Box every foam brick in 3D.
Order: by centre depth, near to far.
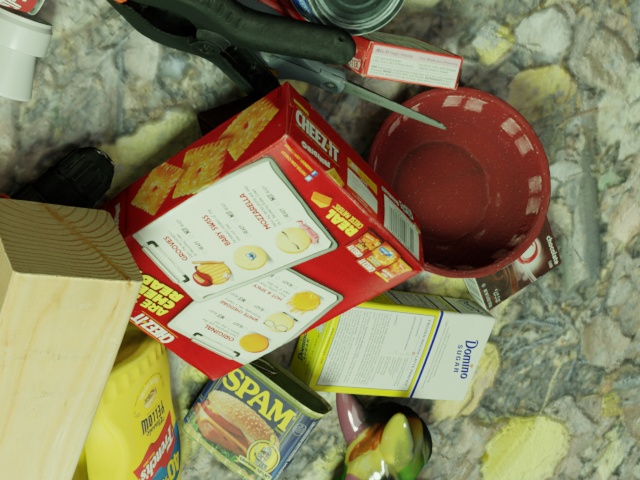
[{"bbox_3d":[-0.049,-0.082,0.837,0.078,0.053,0.051,-22,119,-16],"label":"foam brick"}]

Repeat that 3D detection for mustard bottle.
[{"bbox_3d":[-0.153,0.169,0.876,0.096,0.058,0.192,-48,140,-54],"label":"mustard bottle"}]

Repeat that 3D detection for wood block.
[{"bbox_3d":[-0.205,0.084,0.742,0.090,0.091,0.206,6,120,-33],"label":"wood block"}]

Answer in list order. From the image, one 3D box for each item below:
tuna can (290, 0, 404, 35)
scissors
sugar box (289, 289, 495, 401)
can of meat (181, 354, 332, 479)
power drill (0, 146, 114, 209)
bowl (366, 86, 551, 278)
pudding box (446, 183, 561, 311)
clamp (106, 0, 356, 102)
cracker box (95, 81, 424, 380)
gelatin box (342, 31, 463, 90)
[{"bbox_3d":[0.020,-0.186,0.737,0.086,0.034,0.086,-10,115,-23],"label":"tuna can"},{"bbox_3d":[0.003,-0.131,0.787,0.202,0.096,0.016,15,67,3],"label":"scissors"},{"bbox_3d":[0.067,0.094,0.976,0.175,0.048,0.093,9,109,-32],"label":"sugar box"},{"bbox_3d":[-0.056,0.149,0.908,0.084,0.102,0.057,-56,168,8],"label":"can of meat"},{"bbox_3d":[-0.246,-0.032,0.727,0.184,0.057,0.187,-46,143,-8],"label":"power drill"},{"bbox_3d":[0.110,-0.046,0.907,0.162,0.055,0.162,1,85,-11],"label":"bowl"},{"bbox_3d":[0.165,-0.005,0.985,0.090,0.039,0.113,-31,121,-12],"label":"pudding box"},{"bbox_3d":[-0.063,-0.145,0.725,0.171,0.120,0.039,24,62,-34],"label":"clamp"},{"bbox_3d":[-0.055,0.001,0.804,0.214,0.072,0.164,-29,127,26],"label":"cracker box"},{"bbox_3d":[0.056,-0.145,0.849,0.089,0.073,0.030,3,109,-28],"label":"gelatin box"}]
